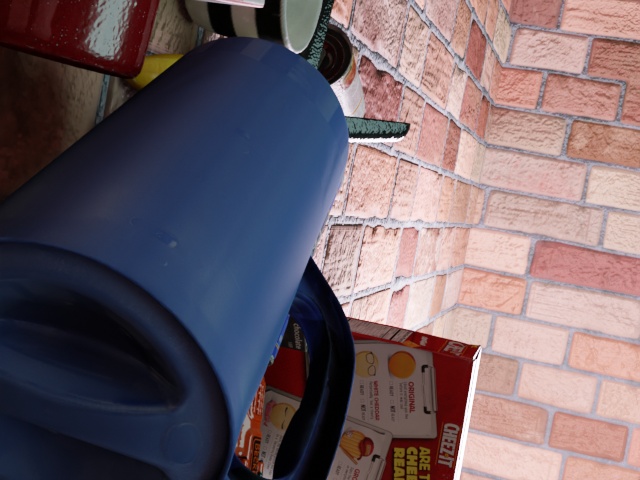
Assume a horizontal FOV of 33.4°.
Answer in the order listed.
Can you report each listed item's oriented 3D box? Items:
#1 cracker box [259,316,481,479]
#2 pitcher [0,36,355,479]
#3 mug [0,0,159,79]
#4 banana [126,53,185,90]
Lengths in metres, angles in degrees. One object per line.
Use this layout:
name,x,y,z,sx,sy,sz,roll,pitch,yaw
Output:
cracker box,0.026,0.155,0.970,0.072,0.214,0.164,-27,127,-72
pitcher,-0.057,0.007,0.474,0.242,0.145,0.149,-63,148,-56
mug,-0.116,-0.124,0.492,0.117,0.093,0.081,-155,-101,-68
banana,-0.064,-0.113,0.724,0.197,0.069,0.037,-46,159,-66
